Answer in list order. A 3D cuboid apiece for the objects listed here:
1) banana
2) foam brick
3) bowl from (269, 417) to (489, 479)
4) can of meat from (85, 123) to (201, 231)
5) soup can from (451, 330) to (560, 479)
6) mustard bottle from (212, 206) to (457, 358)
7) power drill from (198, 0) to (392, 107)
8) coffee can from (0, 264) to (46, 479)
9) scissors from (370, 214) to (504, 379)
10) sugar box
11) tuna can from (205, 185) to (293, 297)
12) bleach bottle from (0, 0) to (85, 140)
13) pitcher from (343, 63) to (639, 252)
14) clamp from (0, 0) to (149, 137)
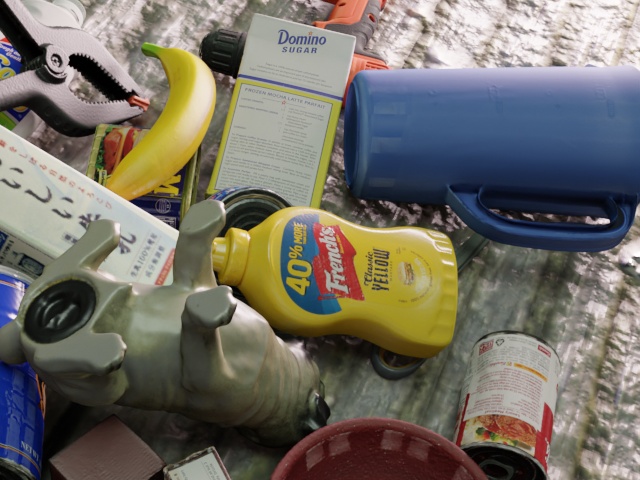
[{"bbox_3d":[-0.119,-0.097,0.840,0.070,0.037,0.197,-10,41,11],"label":"banana"},{"bbox_3d":[-0.133,0.158,0.669,0.051,0.078,0.052,38,53,22],"label":"foam brick"},{"bbox_3d":[0.038,0.197,0.685,0.162,0.055,0.162,5,50,-7],"label":"bowl"},{"bbox_3d":[-0.141,-0.046,0.853,0.084,0.057,0.102,5,49,-3],"label":"can of meat"},{"bbox_3d":[0.132,0.123,0.757,0.068,0.069,0.102,17,49,3],"label":"soup can"},{"bbox_3d":[0.003,0.025,0.778,0.191,0.058,0.096,11,63,-15],"label":"mustard bottle"},{"bbox_3d":[-0.009,-0.205,1.014,0.184,0.057,0.187,15,52,-4],"label":"power drill"},{"bbox_3d":[-0.227,0.099,0.684,0.102,0.103,0.140,1,50,-10],"label":"coffee can"},{"bbox_3d":[0.076,0.027,0.861,0.096,0.016,0.201,24,50,9],"label":"scissors"},{"bbox_3d":[-0.032,-0.098,0.894,0.093,0.048,0.176,13,66,-1],"label":"sugar box"},{"bbox_3d":[-0.055,0.001,0.813,0.086,0.034,0.086,-1,93,-23],"label":"tuna can"},{"bbox_3d":[-0.271,-0.130,0.880,0.102,0.068,0.250,43,46,-19],"label":"bleach bottle"},{"bbox_3d":[0.145,-0.077,0.893,0.242,0.145,0.149,1,14,-6],"label":"pitcher"},{"bbox_3d":[-0.227,-0.149,0.856,0.209,0.036,0.164,11,69,-49],"label":"clamp"}]
